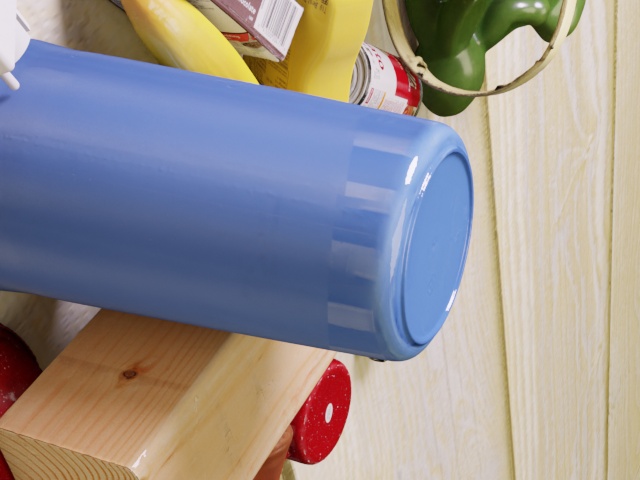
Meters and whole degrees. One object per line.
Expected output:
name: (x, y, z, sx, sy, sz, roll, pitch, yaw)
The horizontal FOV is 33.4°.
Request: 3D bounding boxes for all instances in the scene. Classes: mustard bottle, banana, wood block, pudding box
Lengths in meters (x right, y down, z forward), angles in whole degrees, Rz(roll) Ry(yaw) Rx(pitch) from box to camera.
mustard bottle: (-0.017, -0.103, 0.708, 0.058, 0.096, 0.192, -19, 139, -30)
banana: (-0.064, -0.088, 0.611, 0.037, 0.070, 0.198, -57, 169, -7)
wood block: (-0.067, 0.069, 0.582, 0.205, 0.091, 0.090, -52, 141, -42)
pudding box: (-0.074, -0.141, 0.596, 0.113, 0.090, 0.039, 32, 75, -62)

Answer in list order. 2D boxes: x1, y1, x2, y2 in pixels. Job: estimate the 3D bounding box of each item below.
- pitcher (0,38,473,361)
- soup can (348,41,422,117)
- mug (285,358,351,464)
pitcher: (-0.051, -0.021, 0.525, 0.149, 0.243, 0.145, -64, 152, -30)
soup can: (0.029, -0.119, 0.829, 0.102, 0.069, 0.068, 3, 99, -63)
mug: (-0.034, 0.128, 0.801, 0.117, 0.082, 0.093, -53, 145, -38)
